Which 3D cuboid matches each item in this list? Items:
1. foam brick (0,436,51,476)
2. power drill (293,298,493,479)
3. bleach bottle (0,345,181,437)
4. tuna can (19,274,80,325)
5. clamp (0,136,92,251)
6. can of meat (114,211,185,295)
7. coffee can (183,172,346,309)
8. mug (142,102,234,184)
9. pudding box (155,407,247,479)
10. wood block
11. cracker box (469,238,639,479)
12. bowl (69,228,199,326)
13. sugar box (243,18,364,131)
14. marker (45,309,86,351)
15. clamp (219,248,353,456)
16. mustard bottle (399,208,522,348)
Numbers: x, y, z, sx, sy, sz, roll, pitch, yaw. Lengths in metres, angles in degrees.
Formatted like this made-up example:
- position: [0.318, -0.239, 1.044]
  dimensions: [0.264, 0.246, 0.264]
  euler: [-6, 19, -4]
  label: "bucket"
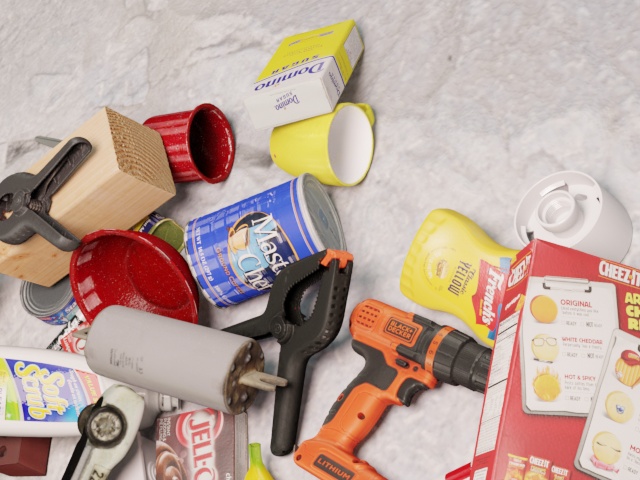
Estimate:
- position: [-0.334, 0.218, 1.183]
  dimensions: [0.053, 0.051, 0.078]
  euler: [-9, 62, 23]
  label: "foam brick"
- position: [0.074, 0.160, 1.004]
  dimensions: [0.185, 0.057, 0.187]
  euler: [21, 74, 37]
  label: "power drill"
- position: [-0.274, 0.157, 1.134]
  dimensions: [0.251, 0.068, 0.102]
  euler: [0, 78, 1]
  label: "bleach bottle"
- position: [-0.311, 0.056, 1.264]
  dimensions: [0.086, 0.033, 0.086]
  euler: [-12, 61, 22]
  label: "tuna can"
- position: [-0.300, -0.029, 1.116]
  dimensions: [0.172, 0.039, 0.120]
  euler: [-22, 57, 37]
  label: "clamp"
- position: [-0.217, 0.006, 1.228]
  dimensions: [0.084, 0.057, 0.102]
  euler: [31, 82, 36]
  label: "can of meat"
- position: [-0.057, 0.001, 1.120]
  dimensions: [0.140, 0.102, 0.103]
  euler: [-21, 58, 17]
  label: "coffee can"
- position: [-0.154, -0.116, 1.244]
  dimensions: [0.082, 0.093, 0.117]
  euler: [-4, 39, 30]
  label: "mug"
- position: [-0.120, 0.227, 1.077]
  dimensions: [0.090, 0.039, 0.113]
  euler: [-15, 60, 19]
  label: "pudding box"
- position: [-0.270, -0.044, 1.184]
  dimensions: [0.206, 0.090, 0.091]
  euler: [-34, 57, 23]
  label: "wood block"
- position: [0.224, 0.126, 0.890]
  dimensions: [0.164, 0.072, 0.213]
  euler: [17, 69, -7]
  label: "cracker box"
- position: [-0.186, 0.049, 1.133]
  dimensions: [0.162, 0.162, 0.055]
  euler: [4, 28, 28]
  label: "bowl"
- position: [-0.016, -0.185, 1.176]
  dimensions: [0.093, 0.048, 0.176]
  euler: [-12, 25, 21]
  label: "sugar box"
- position: [-0.289, 0.105, 1.237]
  dimensions: [0.020, 0.020, 0.121]
  euler: [37, 85, 35]
  label: "marker"
- position: [-0.027, 0.099, 1.058]
  dimensions: [0.210, 0.036, 0.165]
  euler: [-51, 54, 28]
  label: "clamp"
- position: [0.169, 0.050, 1.000]
  dimensions: [0.192, 0.058, 0.096]
  euler: [31, 107, 31]
  label: "mustard bottle"
